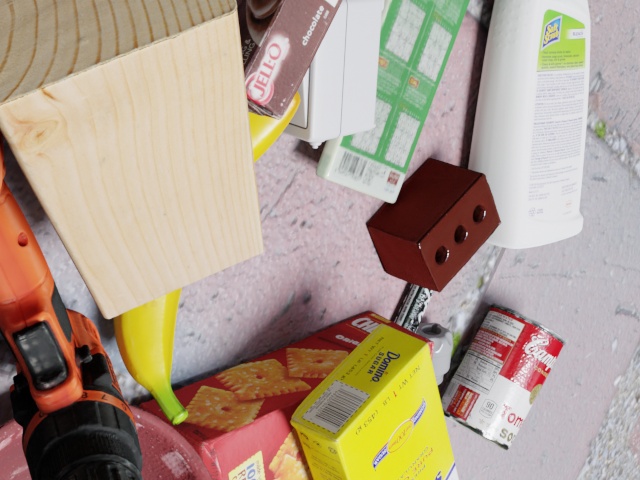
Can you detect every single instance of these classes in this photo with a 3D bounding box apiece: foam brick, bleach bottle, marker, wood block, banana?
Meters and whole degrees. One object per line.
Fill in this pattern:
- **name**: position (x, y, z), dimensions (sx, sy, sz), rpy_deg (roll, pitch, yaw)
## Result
- **foam brick**: position (0.081, -0.012, 0.762), dimensions (0.078, 0.051, 0.053), rpy_deg (-46, 134, -21)
- **bleach bottle**: position (0.163, -0.125, 0.790), dimensions (0.102, 0.068, 0.251), rpy_deg (-13, 114, -43)
- **marker**: position (0.074, 0.043, 0.804), dimensions (0.020, 0.020, 0.121), rpy_deg (27, 87, -49)
- **wood block**: position (-0.085, -0.054, 0.458), dimensions (0.090, 0.090, 0.206), rpy_deg (-23, 158, -9)
- **banana**: position (-0.072, -0.002, 0.597), dimensions (0.037, 0.070, 0.198), rpy_deg (13, 97, -80)

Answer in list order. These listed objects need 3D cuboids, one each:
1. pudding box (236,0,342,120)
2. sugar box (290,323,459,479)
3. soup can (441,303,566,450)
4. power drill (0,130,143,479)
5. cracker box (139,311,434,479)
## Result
- **pudding box**: position (-0.033, -0.125, 0.560), dimensions (0.039, 0.090, 0.113), rpy_deg (33, 83, -42)
- **sugar box**: position (0.044, 0.151, 0.694), dimensions (0.093, 0.048, 0.176), rpy_deg (-42, 131, -29)
- **soup can**: position (0.147, 0.112, 0.876), dimensions (0.068, 0.069, 0.102), rpy_deg (35, 82, -48)
- **power drill**: position (-0.135, 0.033, 0.475), dimensions (0.057, 0.185, 0.187), rpy_deg (-23, 119, -12)
- **cracker box**: position (-0.018, 0.158, 0.720), dimensions (0.213, 0.072, 0.164), rpy_deg (-17, 119, -42)
